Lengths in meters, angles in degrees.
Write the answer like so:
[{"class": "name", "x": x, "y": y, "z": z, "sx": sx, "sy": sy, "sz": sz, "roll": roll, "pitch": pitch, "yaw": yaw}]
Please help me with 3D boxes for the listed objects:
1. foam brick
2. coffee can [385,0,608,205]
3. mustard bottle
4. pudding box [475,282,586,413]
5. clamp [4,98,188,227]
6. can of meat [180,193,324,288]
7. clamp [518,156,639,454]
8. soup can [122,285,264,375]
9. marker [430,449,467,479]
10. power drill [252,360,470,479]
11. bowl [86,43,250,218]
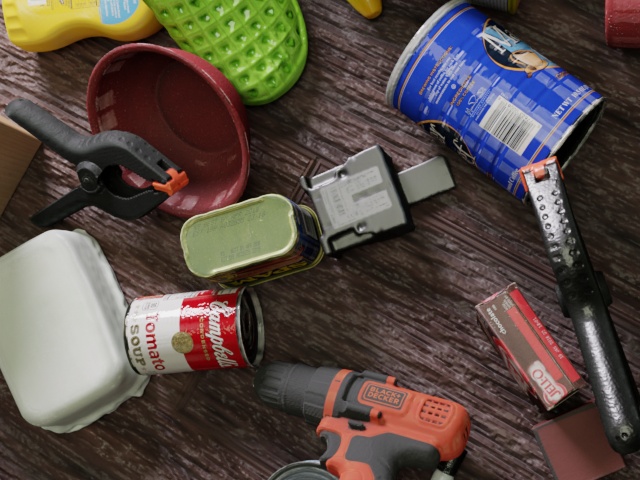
[{"class": "foam brick", "x": 0.194, "y": 0.153, "z": 0.803, "sx": 0.053, "sy": 0.078, "sz": 0.051, "roll": -26, "pitch": 78, "yaw": 11}, {"class": "coffee can", "x": 0.137, "y": -0.109, "z": 0.839, "sx": 0.140, "sy": 0.102, "sz": 0.103, "roll": 39, "pitch": 93, "yaw": 15}, {"class": "mustard bottle", "x": -0.187, "y": -0.226, "z": 0.956, "sx": 0.192, "sy": 0.058, "sz": 0.096, "roll": -4, "pitch": 83, "yaw": 13}, {"class": "pudding box", "x": 0.156, "y": 0.083, "z": 0.803, "sx": 0.039, "sy": 0.113, "sz": 0.090, "roll": -34, "pitch": 76, "yaw": 4}, {"class": "clamp", "x": -0.196, "y": -0.067, "z": 0.910, "sx": 0.172, "sy": 0.039, "sz": 0.120, "roll": -1, "pitch": 122, "yaw": 25}, {"class": "can of meat", "x": -0.056, "y": 0.001, "z": 0.881, "sx": 0.102, "sy": 0.084, "sz": 0.057, "roll": -17, "pitch": 79, "yaw": 11}, {"class": "clamp", "x": 0.187, "y": 0.045, "z": 0.753, "sx": 0.036, "sy": 0.164, "sz": 0.210, "roll": -19, "pitch": 93, "yaw": 14}, {"class": "soup can", "x": -0.105, "y": 0.076, "z": 0.891, "sx": 0.102, "sy": 0.068, "sz": 0.068, "roll": -6, "pitch": 81, "yaw": 13}, {"class": "marker", "x": 0.086, "y": 0.214, "z": 0.851, "sx": 0.020, "sy": 0.020, "sz": 0.121, "roll": 24, "pitch": 89, "yaw": 15}, {"class": "power drill", "x": 0.002, "y": 0.176, "z": 0.811, "sx": 0.185, "sy": 0.057, "sz": 0.187, "roll": 10, "pitch": 47, "yaw": 24}, {"class": "bowl", "x": -0.117, "y": -0.100, "z": 0.900, "sx": 0.162, "sy": 0.055, "sz": 0.162, "roll": 17, "pitch": 129, "yaw": 22}]
